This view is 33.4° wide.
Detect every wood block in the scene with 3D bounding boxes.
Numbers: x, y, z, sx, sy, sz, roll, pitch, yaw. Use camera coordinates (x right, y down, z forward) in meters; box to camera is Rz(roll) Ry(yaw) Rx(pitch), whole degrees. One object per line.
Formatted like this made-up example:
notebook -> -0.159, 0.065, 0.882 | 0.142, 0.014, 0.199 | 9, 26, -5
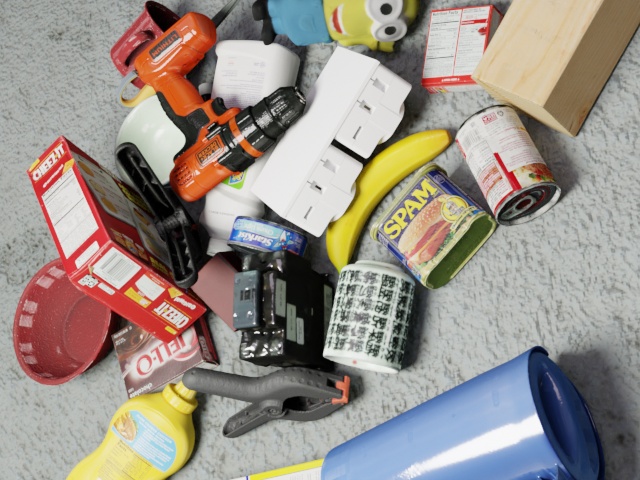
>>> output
wood block -> 0.247, -0.220, 1.039 | 0.090, 0.090, 0.206 | 31, 94, 36

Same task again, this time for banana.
banana -> 0.061, -0.047, 1.141 | 0.070, 0.037, 0.198 | 36, 97, 17

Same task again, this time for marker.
marker -> -0.133, -0.135, 1.299 | 0.020, 0.020, 0.121 | -20, 66, 26

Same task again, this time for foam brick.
foam brick -> -0.096, 0.056, 1.182 | 0.078, 0.053, 0.051 | 45, 101, 10

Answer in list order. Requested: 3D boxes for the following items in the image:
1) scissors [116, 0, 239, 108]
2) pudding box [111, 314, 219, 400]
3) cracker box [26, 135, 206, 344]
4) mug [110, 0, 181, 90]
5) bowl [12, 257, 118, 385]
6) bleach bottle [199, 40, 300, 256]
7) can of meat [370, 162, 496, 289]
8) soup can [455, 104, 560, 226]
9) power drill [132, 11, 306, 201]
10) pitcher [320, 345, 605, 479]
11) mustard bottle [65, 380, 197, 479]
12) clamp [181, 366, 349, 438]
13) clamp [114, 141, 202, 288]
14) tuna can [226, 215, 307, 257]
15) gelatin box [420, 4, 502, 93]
scissors -> -0.155, -0.213, 1.301 | 0.202, 0.096, 0.016 | -31, 44, 13
pudding box -> -0.181, 0.127, 1.237 | 0.114, 0.039, 0.090 | -32, 61, 20
cracker box -> -0.233, -0.001, 1.206 | 0.072, 0.164, 0.214 | -42, 45, 7
mug -> -0.212, -0.237, 1.326 | 0.082, 0.117, 0.093 | -43, 86, 20
bowl -> -0.302, 0.102, 1.312 | 0.162, 0.055, 0.162 | -10, 70, 30
bleach bottle -> -0.097, -0.104, 1.241 | 0.103, 0.068, 0.251 | 8, 82, 33
can of meat -> 0.115, -0.012, 1.082 | 0.102, 0.057, 0.084 | -50, 58, 10
soup can -> 0.183, -0.074, 1.050 | 0.069, 0.068, 0.102 | -34, 60, 20
power drill -> -0.120, -0.162, 1.196 | 0.185, 0.057, 0.188 | -35, 65, 18
pitcher -> 0.122, 0.206, 0.963 | 0.243, 0.149, 0.145 | -29, 75, 26
mustard bottle -> -0.198, 0.231, 1.198 | 0.096, 0.058, 0.192 | 38, 97, 8
clamp -> -0.050, 0.171, 1.121 | 0.171, 0.120, 0.039 | -1, 56, 13
clamp -> -0.169, -0.028, 1.179 | 0.036, 0.210, 0.164 | -25, 91, 0
tuna can -> -0.058, 0.001, 1.169 | 0.086, 0.086, 0.034 | 12, 80, 34
gelatin box -> 0.150, -0.203, 1.133 | 0.073, 0.030, 0.089 | 2, 76, 34
